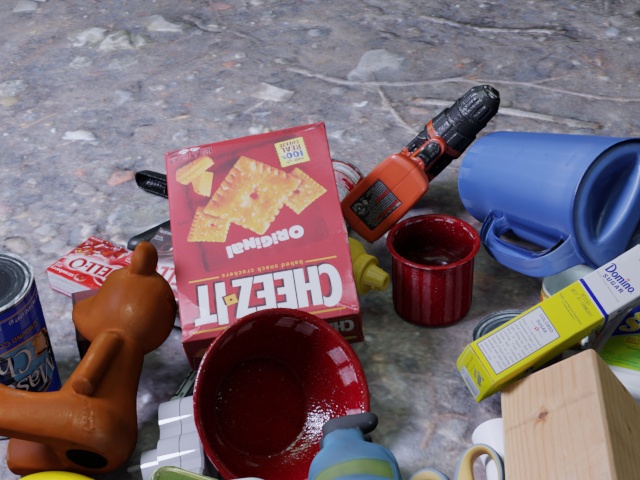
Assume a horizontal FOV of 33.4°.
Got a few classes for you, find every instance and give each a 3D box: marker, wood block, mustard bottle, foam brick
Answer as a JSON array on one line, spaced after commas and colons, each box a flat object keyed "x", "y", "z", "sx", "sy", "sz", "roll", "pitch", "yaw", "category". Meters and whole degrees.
[{"x": -0.115, "y": 0.125, "z": 1.017, "sx": 0.020, "sy": 0.020, "sz": 0.121, "roll": 9, "pitch": 38, "yaw": 17, "category": "marker"}, {"x": 0.200, "y": 0.194, "z": 0.808, "sx": 0.091, "sy": 0.090, "sz": 0.206, "roll": -29, "pitch": 28, "yaw": 25, "category": "wood block"}, {"x": -0.013, "y": 0.013, "z": 1.101, "sx": 0.192, "sy": 0.096, "sz": 0.058, "roll": 20, "pitch": 71, "yaw": 29, "category": "mustard bottle"}, {"x": -0.212, "y": 0.089, "z": 1.047, "sx": 0.051, "sy": 0.053, "sz": 0.078, "roll": -11, "pitch": 37, "yaw": -10, "category": "foam brick"}]

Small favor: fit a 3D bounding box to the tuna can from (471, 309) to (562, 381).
[{"x": 0.185, "y": 0.105, "z": 1.007, "sx": 0.086, "sy": 0.034, "sz": 0.086, "roll": -2, "pitch": 35, "yaw": 2, "category": "tuna can"}]

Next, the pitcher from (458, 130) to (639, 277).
[{"x": 0.236, "y": -0.043, "z": 1.088, "sx": 0.149, "sy": 0.145, "sz": 0.243, "roll": 7, "pitch": 7, "yaw": -24, "category": "pitcher"}]

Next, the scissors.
[{"x": 0.099, "y": 0.248, "z": 0.825, "sx": 0.096, "sy": 0.016, "sz": 0.201, "roll": -10, "pitch": 45, "yaw": 31, "category": "scissors"}]

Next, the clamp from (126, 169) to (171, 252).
[{"x": -0.122, "y": -0.034, "z": 1.226, "sx": 0.210, "sy": 0.036, "sz": 0.164, "roll": -1, "pitch": 35, "yaw": 3, "category": "clamp"}]

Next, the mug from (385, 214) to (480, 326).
[{"x": 0.112, "y": 0.025, "z": 1.084, "sx": 0.093, "sy": 0.081, "sz": 0.117, "roll": -3, "pitch": 36, "yaw": 0, "category": "mug"}]

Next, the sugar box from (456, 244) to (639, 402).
[{"x": 0.206, "y": 0.074, "z": 0.928, "sx": 0.176, "sy": 0.093, "sz": 0.048, "roll": -27, "pitch": 74, "yaw": -8, "category": "sugar box"}]

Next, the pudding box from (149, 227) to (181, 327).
[{"x": -0.146, "y": 0.038, "z": 1.085, "sx": 0.114, "sy": 0.039, "sz": 0.090, "roll": 10, "pitch": 55, "yaw": 43, "category": "pudding box"}]

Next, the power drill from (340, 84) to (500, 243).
[{"x": 0.107, "y": -0.082, "z": 1.147, "sx": 0.057, "sy": 0.185, "sz": 0.187, "roll": 45, "pitch": 33, "yaw": 3, "category": "power drill"}]

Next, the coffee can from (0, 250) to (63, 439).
[{"x": -0.298, "y": 0.095, "z": 0.971, "sx": 0.103, "sy": 0.140, "sz": 0.103, "roll": -2, "pitch": 35, "yaw": 1, "category": "coffee can"}]

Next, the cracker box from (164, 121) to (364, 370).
[{"x": -0.057, "y": 0.001, "z": 1.011, "sx": 0.164, "sy": 0.072, "sz": 0.214, "roll": -10, "pitch": 59, "yaw": 1, "category": "cracker box"}]

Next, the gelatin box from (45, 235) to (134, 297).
[{"x": -0.236, "y": 0.035, "z": 1.144, "sx": 0.089, "sy": 0.030, "sz": 0.073, "roll": 19, "pitch": 42, "yaw": 29, "category": "gelatin box"}]

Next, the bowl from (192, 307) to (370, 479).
[{"x": -0.040, "y": 0.141, "z": 0.915, "sx": 0.161, "sy": 0.162, "sz": 0.055, "roll": -25, "pitch": 0, "yaw": -28, "category": "bowl"}]
